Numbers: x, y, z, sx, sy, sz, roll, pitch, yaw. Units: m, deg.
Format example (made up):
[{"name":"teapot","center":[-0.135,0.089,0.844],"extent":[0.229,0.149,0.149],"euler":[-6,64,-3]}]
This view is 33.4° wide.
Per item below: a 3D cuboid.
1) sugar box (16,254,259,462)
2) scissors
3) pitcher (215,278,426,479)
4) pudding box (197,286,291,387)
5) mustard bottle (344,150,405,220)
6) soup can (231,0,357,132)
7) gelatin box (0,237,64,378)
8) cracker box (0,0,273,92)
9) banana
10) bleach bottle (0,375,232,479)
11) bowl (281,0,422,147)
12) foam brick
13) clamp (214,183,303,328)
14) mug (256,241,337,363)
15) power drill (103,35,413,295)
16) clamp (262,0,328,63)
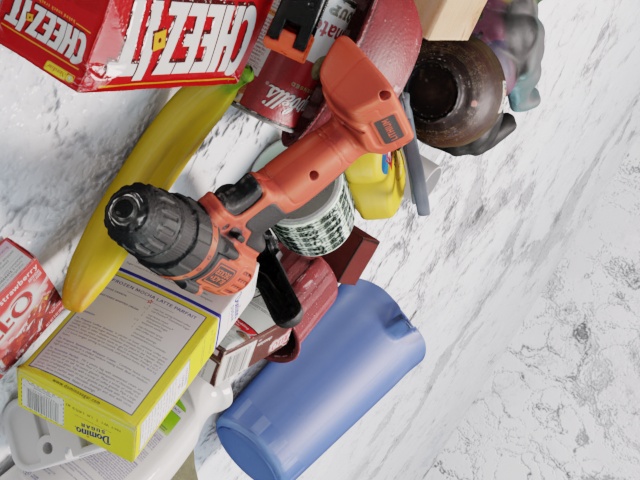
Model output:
[{"name":"sugar box","center":[-0.123,0.063,0.750],"extent":[0.176,0.093,0.048],"euler":[-53,163,-47]},{"name":"scissors","center":[0.077,-0.107,0.960],"extent":[0.096,0.016,0.202],"euler":[-97,174,-52]},{"name":"pitcher","center":[-0.006,0.167,1.222],"extent":[0.242,0.145,0.149],"euler":[-42,144,-28]},{"name":"pudding box","center":[-0.086,0.068,0.902],"extent":[0.113,0.090,0.039],"euler":[-23,140,-57]},{"name":"mustard bottle","center":[0.039,-0.094,0.968],"extent":[0.191,0.058,0.096],"euler":[61,28,-67]},{"name":"soup can","center":[-0.026,-0.137,0.758],"extent":[0.102,0.068,0.068],"euler":[-62,160,11]},{"name":"gelatin box","center":[-0.207,0.052,0.671],"extent":[0.089,0.030,0.073],"euler":[-50,160,-20]},{"name":"cracker box","center":[-0.066,-0.188,0.572],"extent":[0.164,0.072,0.214],"euler":[-19,139,-62]},{"name":"banana","center":[-0.115,-0.042,0.711],"extent":[0.198,0.037,0.069],"euler":[-55,-168,4]},{"name":"bleach bottle","center":[-0.149,0.167,0.883],"extent":[0.250,0.103,0.068],"euler":[-38,158,-41]},{"name":"bowl","center":[0.030,-0.132,0.803],"extent":[0.162,0.055,0.162],"euler":[-58,-166,24]},{"name":"foam brick","center":[0.008,0.001,1.046],"extent":[0.051,0.078,0.053],"euler":[-59,159,8]},{"name":"clamp","center":[-0.056,0.001,0.877],"extent":[0.039,0.120,0.171],"euler":[-22,-168,-6]},{"name":"mug","center":[-0.032,0.049,0.995],"extent":[0.081,0.093,0.117],"euler":[-49,-178,-36]},{"name":"power drill","center":[-0.036,-0.043,0.672],"extent":[0.187,0.057,0.184],"euler":[-39,164,4]},{"name":"clamp","center":[0.015,-0.208,0.682],"extent":[0.164,0.036,0.210],"euler":[141,-28,-83]}]
